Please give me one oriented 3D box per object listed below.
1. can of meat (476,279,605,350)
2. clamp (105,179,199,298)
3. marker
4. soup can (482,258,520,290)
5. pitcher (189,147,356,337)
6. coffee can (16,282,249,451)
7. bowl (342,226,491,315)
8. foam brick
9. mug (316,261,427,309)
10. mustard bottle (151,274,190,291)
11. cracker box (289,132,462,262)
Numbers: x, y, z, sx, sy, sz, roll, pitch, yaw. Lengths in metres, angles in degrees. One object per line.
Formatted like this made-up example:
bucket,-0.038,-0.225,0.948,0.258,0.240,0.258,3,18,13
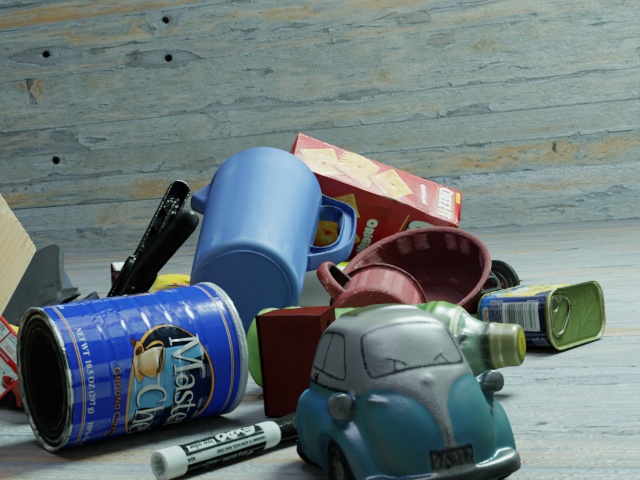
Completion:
can of meat,0.211,0.071,1.024,0.084,0.057,0.101,-4,2,43
clamp,-0.192,0.034,1.147,0.036,0.210,0.165,31,1,-16
marker,-0.054,0.131,0.687,0.120,0.020,0.020,-8,5,-43
soup can,0.184,0.053,1.259,0.068,0.068,0.102,-5,3,-13
pitcher,-0.057,0.001,1.124,0.149,0.145,0.242,-37,18,17
coffee can,-0.138,0.090,0.784,0.140,0.103,0.103,-7,4,-34
bowl,0.097,0.055,1.071,0.162,0.055,0.162,-15,32,9
foam brick,-0.015,0.091,0.816,0.051,0.078,0.053,-5,3,15
mug,0.041,0.064,0.951,0.093,0.117,0.081,-42,2,11
mustard bottle,-0.155,0.080,1.265,0.096,0.058,0.192,23,1,-9
cracker box,0.041,-0.019,1.300,0.213,0.164,0.072,20,43,-7
